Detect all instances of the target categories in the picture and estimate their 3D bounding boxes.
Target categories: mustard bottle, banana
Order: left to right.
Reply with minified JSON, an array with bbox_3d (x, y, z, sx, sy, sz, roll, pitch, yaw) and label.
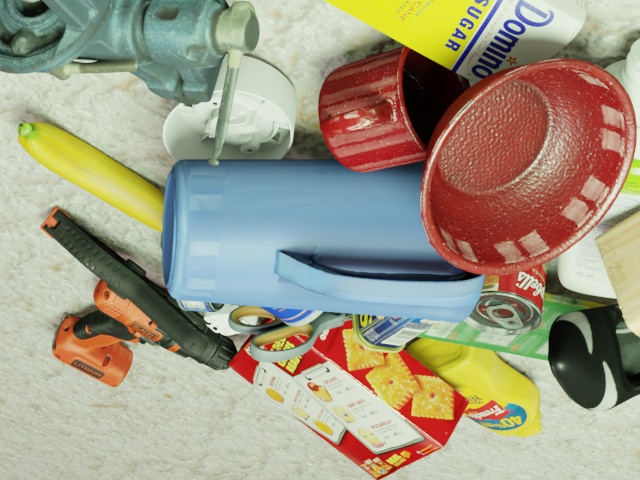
[{"bbox_3d":[-0.198,-0.055,0.961,0.197,0.070,0.037,32,100,-35],"label":"banana"},{"bbox_3d":[0.183,0.165,1.162,0.096,0.058,0.191,-17,137,41],"label":"mustard bottle"}]

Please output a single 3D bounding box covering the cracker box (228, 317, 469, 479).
[{"bbox_3d":[0.026,0.148,1.121,0.213,0.072,0.164,38,148,-2],"label":"cracker box"}]

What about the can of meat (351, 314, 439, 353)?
[{"bbox_3d":[0.072,0.039,0.965,0.057,0.102,0.084,10,150,-28],"label":"can of meat"}]

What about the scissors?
[{"bbox_3d":[-0.006,0.069,1.031,0.096,0.201,0.016,25,120,32],"label":"scissors"}]

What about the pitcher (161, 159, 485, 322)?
[{"bbox_3d":[0.004,0.000,0.828,0.242,0.145,0.149,2,159,-13],"label":"pitcher"}]

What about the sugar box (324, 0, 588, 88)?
[{"bbox_3d":[0.077,-0.166,0.693,0.176,0.048,0.093,26,146,-18],"label":"sugar box"}]

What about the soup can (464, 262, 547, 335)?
[{"bbox_3d":[0.157,0.020,0.901,0.068,0.102,0.068,10,148,6],"label":"soup can"}]

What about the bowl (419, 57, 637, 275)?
[{"bbox_3d":[0.130,-0.057,0.720,0.162,0.055,0.162,-12,126,-17],"label":"bowl"}]

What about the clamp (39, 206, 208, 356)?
[{"bbox_3d":[-0.190,0.043,1.070,0.210,0.036,0.165,40,176,-12],"label":"clamp"}]

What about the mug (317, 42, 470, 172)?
[{"bbox_3d":[0.046,-0.092,0.766,0.082,0.117,0.093,-10,101,40],"label":"mug"}]

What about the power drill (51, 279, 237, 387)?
[{"bbox_3d":[-0.210,0.114,1.233,0.184,0.057,0.188,35,140,-25],"label":"power drill"}]
